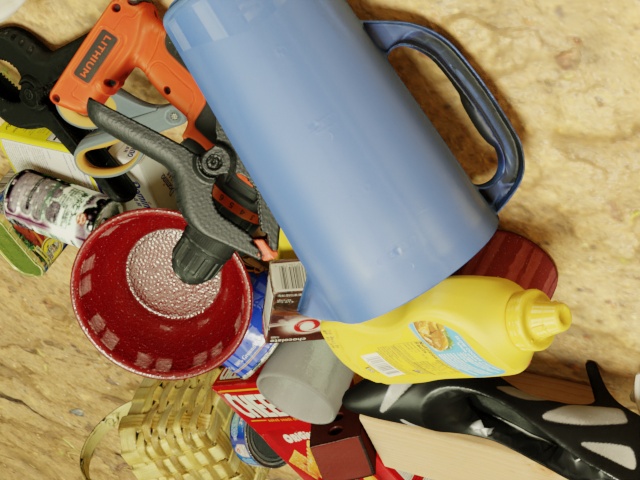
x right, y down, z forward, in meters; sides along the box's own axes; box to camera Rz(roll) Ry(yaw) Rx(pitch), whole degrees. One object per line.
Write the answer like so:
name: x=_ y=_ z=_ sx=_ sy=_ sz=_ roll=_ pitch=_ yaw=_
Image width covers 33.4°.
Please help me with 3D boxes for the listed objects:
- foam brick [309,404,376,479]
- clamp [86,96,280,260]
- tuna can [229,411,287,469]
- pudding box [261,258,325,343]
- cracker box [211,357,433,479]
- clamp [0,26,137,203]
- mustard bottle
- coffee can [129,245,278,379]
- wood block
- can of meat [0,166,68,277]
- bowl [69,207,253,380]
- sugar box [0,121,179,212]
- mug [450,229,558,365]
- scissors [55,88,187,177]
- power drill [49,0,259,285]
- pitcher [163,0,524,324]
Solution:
foam brick: x=0.023 y=0.190 z=1.036 sx=0.053 sy=0.078 sz=0.051 roll=-16 pitch=115 yaw=10
clamp: x=-0.088 y=-0.057 z=0.766 sx=0.039 sy=0.120 sz=0.171 roll=-63 pitch=-48 yaw=-84
tuna can: x=-0.063 y=0.221 z=1.241 sx=0.034 sy=0.086 sz=0.086 roll=-8 pitch=130 yaw=48
pudding box: x=0.007 y=0.052 z=0.945 sx=0.113 sy=0.039 sz=0.090 roll=-1 pitch=145 yaw=-9
cracker box: x=0.007 y=0.202 z=1.167 sx=0.164 sy=0.072 sz=0.213 roll=-14 pitch=125 yaw=49
clamp: x=-0.239 y=-0.141 z=0.934 sx=0.210 sy=0.036 sz=0.165 roll=28 pitch=128 yaw=22
mustard bottle: x=0.094 y=0.063 z=0.756 sx=0.096 sy=0.058 sz=0.192 roll=39 pitch=149 yaw=-29
coffee can: x=-0.101 y=0.052 z=1.028 sx=0.140 sy=0.102 sz=0.103 roll=37 pitch=148 yaw=-8
wood block: x=0.154 y=0.174 z=0.985 sx=0.206 sy=0.090 sz=0.090 roll=8 pitch=141 yaw=33
can of meat: x=-0.305 y=-0.024 z=1.121 sx=0.058 sy=0.083 sz=0.102 roll=2 pitch=137 yaw=39
bowl: x=-0.135 y=0.040 z=0.941 sx=0.162 sy=0.055 sz=0.162 roll=2 pitch=111 yaw=5
sugar box: x=-0.219 y=-0.069 z=1.023 sx=0.176 sy=0.048 sz=0.093 roll=12 pitch=142 yaw=24
mug: x=0.135 y=0.053 z=0.843 sx=0.093 sy=0.081 sz=0.117 roll=22 pitch=146 yaw=17
scissors: x=-0.133 y=-0.114 z=0.859 sx=0.202 sy=0.016 sz=0.096 roll=-27 pitch=111 yaw=28
power drill: x=-0.109 y=-0.082 z=0.817 sx=0.187 sy=0.184 sz=0.057 roll=36 pitch=-169 yaw=0
pitcher: x=0.013 y=-0.080 z=0.710 sx=0.145 sy=0.149 sz=0.243 roll=-22 pitch=104 yaw=48
